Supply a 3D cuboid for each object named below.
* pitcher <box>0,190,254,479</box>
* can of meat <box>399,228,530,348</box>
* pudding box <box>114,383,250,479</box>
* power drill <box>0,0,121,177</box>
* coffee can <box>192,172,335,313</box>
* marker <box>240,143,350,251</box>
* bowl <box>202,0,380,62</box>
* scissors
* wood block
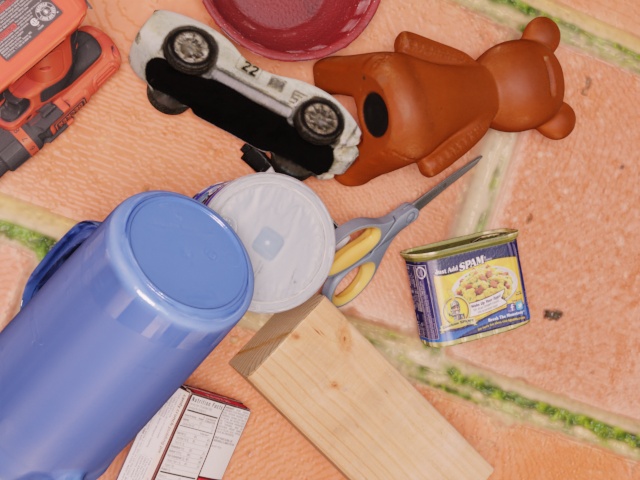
[{"bbox_3d":[-0.154,0.064,0.759,0.149,0.243,0.144,43,39,-4],"label":"pitcher"},{"bbox_3d":[0.128,0.041,0.929,0.102,0.057,0.084,-13,96,-14],"label":"can of meat"},{"bbox_3d":[-0.112,0.172,0.854,0.090,0.039,0.113,32,79,-55],"label":"pudding box"},{"bbox_3d":[-0.224,-0.110,0.771,0.057,0.188,0.184,42,77,0],"label":"power drill"},{"bbox_3d":[-0.055,0.001,0.837,0.102,0.140,0.103,0,91,-15],"label":"coffee can"},{"bbox_3d":[-0.023,-0.038,0.908,0.121,0.020,0.020,44,80,-11],"label":"marker"},{"bbox_3d":[-0.030,-0.224,0.885,0.162,0.055,0.162,0,91,-14],"label":"bowl"},{"bbox_3d":[0.066,-0.005,0.926,0.201,0.016,0.096,-26,140,-36],"label":"scissors"},{"bbox_3d":[0.032,0.146,0.888,0.206,0.091,0.090,46,80,-11],"label":"wood block"}]
